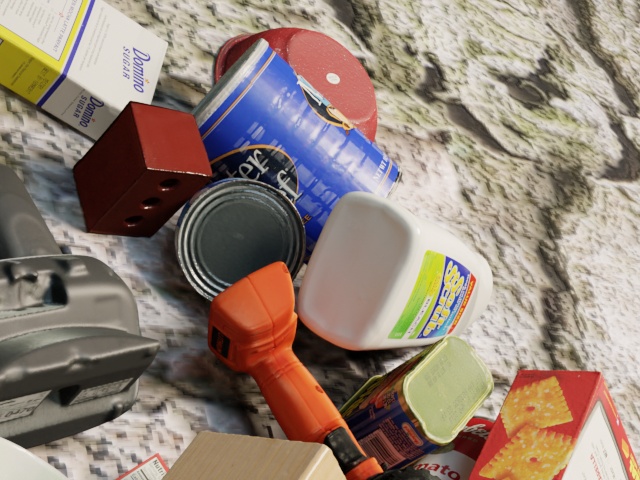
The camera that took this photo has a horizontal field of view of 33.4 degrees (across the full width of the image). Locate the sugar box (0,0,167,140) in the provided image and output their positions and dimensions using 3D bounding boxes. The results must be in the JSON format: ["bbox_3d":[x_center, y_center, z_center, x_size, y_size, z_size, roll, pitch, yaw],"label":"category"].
[{"bbox_3d":[-0.194,-0.143,0.724,0.176,0.048,0.093,34,41,-26],"label":"sugar box"}]

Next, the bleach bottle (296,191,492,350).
[{"bbox_3d":[0.076,0.028,0.782,0.068,0.102,0.250,28,9,26],"label":"bleach bottle"}]

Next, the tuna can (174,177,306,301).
[{"bbox_3d":[-0.055,0.001,0.715,0.086,0.086,0.034,40,-3,-14],"label":"tuna can"}]

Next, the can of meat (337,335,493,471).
[{"bbox_3d":[0.061,0.117,0.736,0.057,0.084,0.101,53,39,2],"label":"can of meat"}]

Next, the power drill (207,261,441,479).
[{"bbox_3d":[0.002,0.108,0.630,0.057,0.184,0.188,-28,74,-18],"label":"power drill"}]

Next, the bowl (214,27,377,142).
[{"bbox_3d":[-0.006,-0.121,0.881,0.161,0.055,0.162,25,46,-29],"label":"bowl"}]

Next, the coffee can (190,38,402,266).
[{"bbox_3d":[-0.025,-0.062,0.777,0.140,0.103,0.102,42,40,-12],"label":"coffee can"}]

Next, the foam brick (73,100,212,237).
[{"bbox_3d":[-0.116,-0.045,0.695,0.052,0.078,0.051,6,55,-42],"label":"foam brick"}]

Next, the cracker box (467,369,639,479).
[{"bbox_3d":[0.144,0.214,0.682,0.213,0.072,0.164,-54,128,-40],"label":"cracker box"}]

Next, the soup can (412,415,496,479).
[{"bbox_3d":[0.094,0.173,0.736,0.068,0.069,0.102,55,39,5],"label":"soup can"}]
